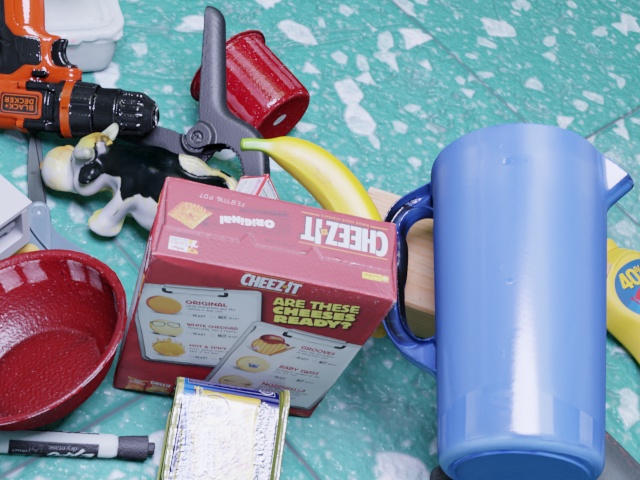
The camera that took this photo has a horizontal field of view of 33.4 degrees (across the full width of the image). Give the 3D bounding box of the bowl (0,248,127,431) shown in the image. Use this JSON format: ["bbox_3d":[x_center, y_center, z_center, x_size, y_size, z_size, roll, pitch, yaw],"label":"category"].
[{"bbox_3d":[-0.211,0.082,0.780,0.162,0.055,0.162,-7,45,7],"label":"bowl"}]

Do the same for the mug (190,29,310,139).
[{"bbox_3d":[-0.060,-0.141,1.038,0.081,0.093,0.117,48,15,15],"label":"mug"}]

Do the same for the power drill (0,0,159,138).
[{"bbox_3d":[-0.228,-0.184,0.938,0.184,0.057,0.188,5,94,0],"label":"power drill"}]

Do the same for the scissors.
[{"bbox_3d":[-0.221,-0.012,0.905,0.096,0.016,0.201,11,49,-8],"label":"scissors"}]

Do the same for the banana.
[{"bbox_3d":[0.014,-0.015,0.857,0.069,0.037,0.198,-32,73,-15],"label":"banana"}]

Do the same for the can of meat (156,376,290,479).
[{"bbox_3d":[-0.073,0.154,0.780,0.084,0.057,0.102,11,70,-9],"label":"can of meat"}]

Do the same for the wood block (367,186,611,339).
[{"bbox_3d":[0.124,0.039,0.894,0.206,0.090,0.090,19,73,14],"label":"wood block"}]

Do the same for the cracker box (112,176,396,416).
[{"bbox_3d":[-0.054,0.050,0.779,0.164,0.214,0.072,11,57,-12],"label":"cracker box"}]

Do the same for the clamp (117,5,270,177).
[{"bbox_3d":[-0.103,-0.100,0.967,0.164,0.036,0.210,-43,77,5],"label":"clamp"}]

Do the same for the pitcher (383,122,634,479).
[{"bbox_3d":[0.130,0.050,0.755,0.144,0.149,0.242,18,58,-19],"label":"pitcher"}]

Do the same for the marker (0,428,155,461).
[{"bbox_3d":[-0.182,0.149,0.782,0.121,0.020,0.020,7,49,-16],"label":"marker"}]
